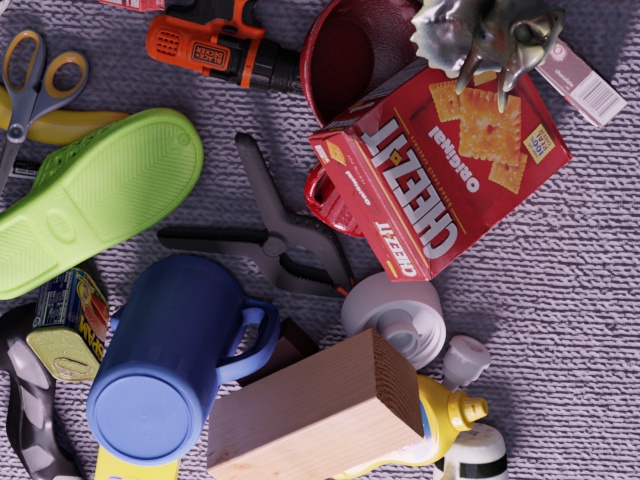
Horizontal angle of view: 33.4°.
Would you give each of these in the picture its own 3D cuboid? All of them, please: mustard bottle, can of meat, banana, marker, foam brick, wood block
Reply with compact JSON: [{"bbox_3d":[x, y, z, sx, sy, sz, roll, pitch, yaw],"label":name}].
[{"bbox_3d":[0.087,0.194,1.138,0.192,0.058,0.096,-16,87,27],"label":"mustard bottle"},{"bbox_3d":[-0.263,0.088,1.125,0.057,0.084,0.102,-7,142,9],"label":"can of meat"},{"bbox_3d":[-0.293,-0.136,1.097,0.197,0.037,0.070,25,109,-4],"label":"banana"},{"bbox_3d":[-0.278,-0.069,1.127,0.121,0.020,0.020,9,109,1],"label":"marker"},{"bbox_3d":[-0.047,0.134,1.161,0.078,0.051,0.053,-41,102,16],"label":"foam brick"},{"bbox_3d":[-0.007,0.184,1.090,0.206,0.091,0.090,-28,130,23],"label":"wood block"}]

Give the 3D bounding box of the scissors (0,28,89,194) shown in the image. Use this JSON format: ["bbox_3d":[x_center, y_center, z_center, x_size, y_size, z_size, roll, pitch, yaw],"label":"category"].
[{"bbox_3d":[-0.283,-0.114,1.069,0.096,0.016,0.202,2,81,-5],"label":"scissors"}]

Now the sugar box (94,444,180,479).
[{"bbox_3d":[-0.200,0.222,1.205,0.093,0.048,0.176,12,110,1],"label":"sugar box"}]

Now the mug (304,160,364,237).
[{"bbox_3d":[0.029,-0.057,1.062,0.093,0.117,0.082,45,117,29],"label":"mug"}]

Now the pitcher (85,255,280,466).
[{"bbox_3d":[-0.141,0.116,1.061,0.145,0.242,0.149,40,108,-11],"label":"pitcher"}]

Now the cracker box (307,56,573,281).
[{"bbox_3d":[0.119,-0.087,1.006,0.213,0.072,0.164,-38,106,-25],"label":"cracker box"}]

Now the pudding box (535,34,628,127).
[{"bbox_3d":[0.235,-0.165,1.019,0.113,0.090,0.039,42,108,-10],"label":"pudding box"}]

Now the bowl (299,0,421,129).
[{"bbox_3d":[0.035,-0.169,1.027,0.161,0.055,0.162,-10,107,-36],"label":"bowl"}]

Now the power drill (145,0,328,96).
[{"bbox_3d":[-0.065,-0.241,1.033,0.184,0.057,0.188,14,108,-3],"label":"power drill"}]

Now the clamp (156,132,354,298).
[{"bbox_3d":[-0.057,0.001,1.118,0.210,0.036,0.165,40,121,-18],"label":"clamp"}]
